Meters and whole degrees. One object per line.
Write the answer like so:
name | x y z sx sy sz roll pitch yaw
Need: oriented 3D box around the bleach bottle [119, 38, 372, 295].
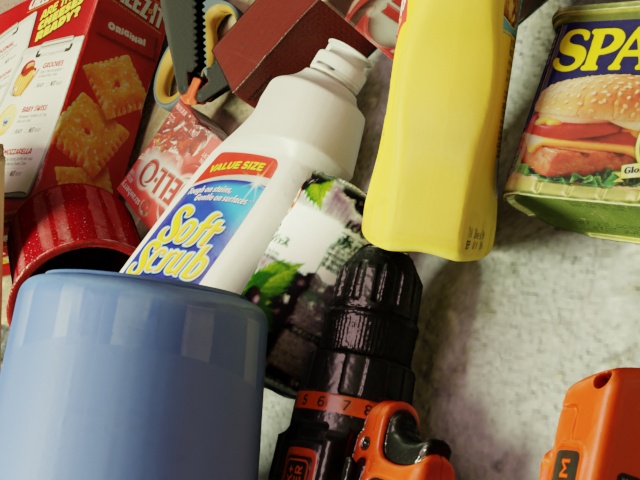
bleach bottle | -0.054 0.001 0.588 0.103 0.068 0.251 29 87 50

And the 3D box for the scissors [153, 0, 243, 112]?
scissors | -0.093 -0.167 0.767 0.096 0.016 0.202 -41 43 22

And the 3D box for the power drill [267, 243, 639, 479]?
power drill | 0.051 0.085 0.412 0.188 0.057 0.184 -8 67 55

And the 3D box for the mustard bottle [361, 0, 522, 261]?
mustard bottle | 0.059 -0.090 0.457 0.058 0.096 0.192 9 96 9

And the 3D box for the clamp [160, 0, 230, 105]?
clamp | -0.050 -0.187 0.661 0.210 0.164 0.036 -60 -4 10

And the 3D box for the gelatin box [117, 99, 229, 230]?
gelatin box | -0.084 -0.038 0.666 0.073 0.030 0.089 -54 39 7

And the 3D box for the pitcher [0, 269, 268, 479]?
pitcher | -0.090 0.140 0.454 0.149 0.144 0.243 -2 78 42

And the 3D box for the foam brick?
foam brick | -0.016 -0.114 0.624 0.078 0.052 0.051 -44 42 18

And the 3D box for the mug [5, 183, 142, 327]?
mug | -0.149 0.027 0.661 0.081 0.093 0.117 -120 31 -52

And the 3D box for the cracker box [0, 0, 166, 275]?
cracker box | -0.204 -0.083 0.790 0.164 0.072 0.213 -10 59 42
